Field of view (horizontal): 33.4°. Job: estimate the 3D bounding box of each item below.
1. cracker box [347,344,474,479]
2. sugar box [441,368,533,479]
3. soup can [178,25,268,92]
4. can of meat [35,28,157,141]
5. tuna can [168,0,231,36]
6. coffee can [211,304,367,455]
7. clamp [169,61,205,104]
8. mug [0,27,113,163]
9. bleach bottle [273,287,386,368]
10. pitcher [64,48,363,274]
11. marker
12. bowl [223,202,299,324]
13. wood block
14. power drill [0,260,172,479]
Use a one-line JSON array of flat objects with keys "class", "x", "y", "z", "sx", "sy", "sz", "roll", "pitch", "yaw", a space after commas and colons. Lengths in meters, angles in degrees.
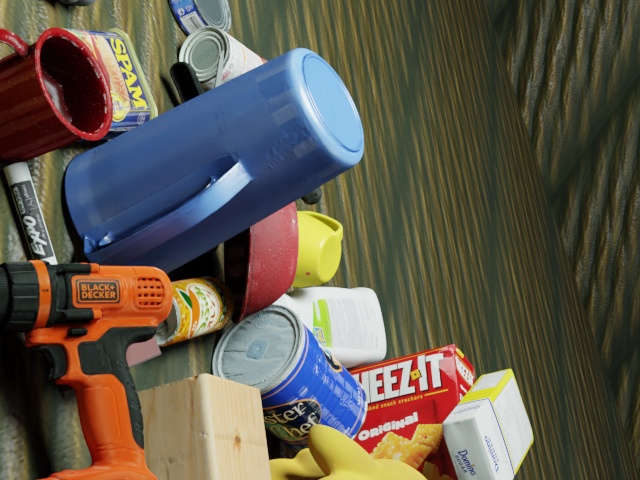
[{"class": "cracker box", "x": 0.093, "y": 0.236, "z": 1.205, "sx": 0.072, "sy": 0.164, "sz": 0.213, "roll": 52, "pitch": 30, "yaw": -43}, {"class": "sugar box", "x": 0.184, "y": 0.210, "z": 1.159, "sx": 0.176, "sy": 0.048, "sz": 0.093, "roll": -23, "pitch": 95, "yaw": -64}, {"class": "soup can", "x": -0.105, "y": -0.192, "z": 1.203, "sx": 0.102, "sy": 0.069, "sz": 0.068, "roll": 25, "pitch": 51, "yaw": -59}, {"class": "can of meat", "x": -0.203, "y": -0.138, "z": 0.952, "sx": 0.083, "sy": 0.058, "sz": 0.102, "roll": -17, "pitch": 86, "yaw": -64}, {"class": "tuna can", "x": -0.140, "y": -0.272, "z": 1.227, "sx": 0.086, "sy": 0.034, "sz": 0.086, "roll": 47, "pitch": 33, "yaw": -45}, {"class": "coffee can", "x": -0.029, "y": 0.144, "z": 1.076, "sx": 0.140, "sy": 0.103, "sz": 0.103, "roll": 50, "pitch": 31, "yaw": -41}, {"class": "clamp", "x": -0.109, "y": -0.067, "z": 1.139, "sx": 0.209, "sy": 0.036, "sz": 0.164, "roll": 50, "pitch": 37, "yaw": -42}, {"class": "mug", "x": -0.231, "y": -0.118, "z": 0.841, "sx": 0.117, "sy": 0.082, "sz": 0.093, "roll": 49, "pitch": 32, "yaw": -43}, {"class": "bleach bottle", "x": -0.009, "y": 0.092, "z": 1.216, "sx": 0.250, "sy": 0.068, "sz": 0.102, "roll": 18, "pitch": 57, "yaw": -60}, {"class": "pitcher", "x": -0.091, "y": -0.059, "z": 0.906, "sx": 0.144, "sy": 0.243, "sz": 0.149, "roll": 25, "pitch": 45, "yaw": -56}, {"class": "marker", "x": -0.225, "y": -0.003, "z": 0.849, "sx": 0.020, "sy": 0.020, "sz": 0.121, "roll": -14, "pitch": 86, "yaw": -67}, {"class": "bowl", "x": -0.057, "y": 0.001, "z": 1.041, "sx": 0.162, "sy": 0.055, "sz": 0.162, "roll": -179, "pitch": -90, "yaw": -77}, {"class": "wood block", "x": -0.096, "y": 0.226, "z": 0.881, "sx": 0.090, "sy": 0.090, "sz": 0.206, "roll": 29, "pitch": 47, "yaw": -57}, {"class": "power drill", "x": -0.186, "y": 0.106, "z": 0.756, "sx": 0.184, "sy": 0.057, "sz": 0.187, "roll": 1, "pitch": 79, "yaw": -33}]
